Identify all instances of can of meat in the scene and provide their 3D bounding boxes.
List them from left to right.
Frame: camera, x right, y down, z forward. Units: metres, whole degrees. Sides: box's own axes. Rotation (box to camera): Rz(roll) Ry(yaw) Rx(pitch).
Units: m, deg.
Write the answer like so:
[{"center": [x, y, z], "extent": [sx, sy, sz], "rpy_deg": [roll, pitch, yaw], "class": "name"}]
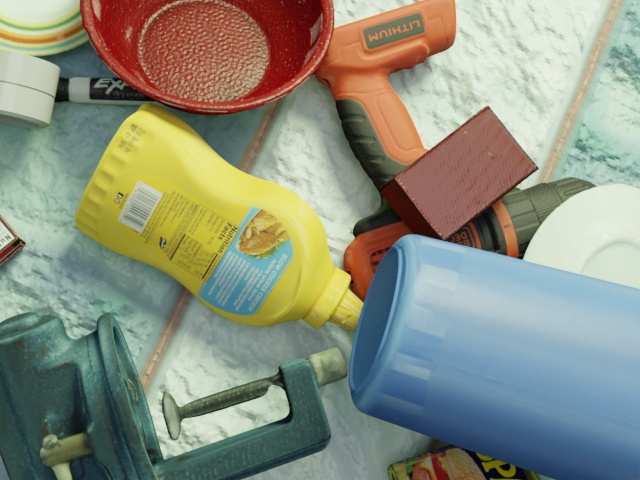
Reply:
[{"center": [0.097, 0.174, 0.671], "extent": [0.084, 0.057, 0.102], "rpy_deg": [-16, 43, -7], "class": "can of meat"}]

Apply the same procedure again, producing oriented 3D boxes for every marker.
[{"center": [-0.135, -0.100, 0.713], "extent": [0.121, 0.020, 0.020], "rpy_deg": [1, 81, -8], "class": "marker"}]

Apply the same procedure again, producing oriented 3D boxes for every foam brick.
[{"center": [0.085, -0.038, 0.664], "extent": [0.078, 0.053, 0.051], "rpy_deg": [-37, 90, -7], "class": "foam brick"}]

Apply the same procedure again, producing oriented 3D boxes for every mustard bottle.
[{"center": [-0.054, 0.001, 0.679], "extent": [0.191, 0.058, 0.096], "rpy_deg": [32, 118, -3], "class": "mustard bottle"}]

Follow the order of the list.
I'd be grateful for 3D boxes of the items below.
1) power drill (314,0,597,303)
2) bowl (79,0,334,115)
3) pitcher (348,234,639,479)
[{"center": [0.084, -0.066, 0.721], "extent": [0.184, 0.057, 0.187], "rpy_deg": [-18, 85, -11], "class": "power drill"}, {"center": [-0.074, -0.139, 0.698], "extent": [0.162, 0.055, 0.162], "rpy_deg": [4, 64, -8], "class": "bowl"}, {"center": [0.143, 0.081, 0.639], "extent": [0.242, 0.149, 0.145], "rpy_deg": [17, 36, -7], "class": "pitcher"}]
